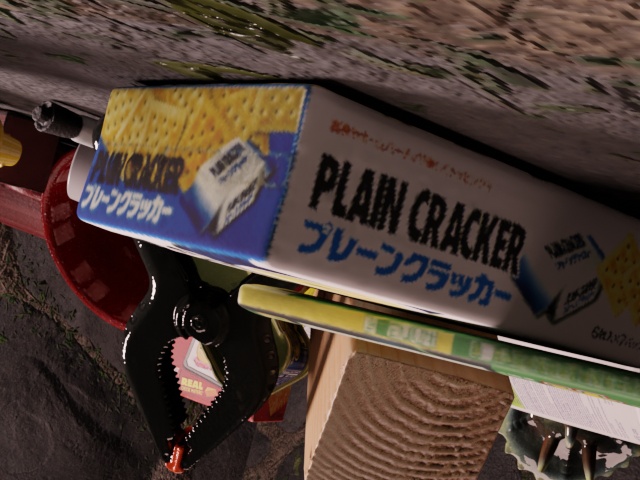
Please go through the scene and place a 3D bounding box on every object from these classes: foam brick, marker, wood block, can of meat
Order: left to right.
[{"bbox_3d":[-0.242,-0.069,0.796,0.078,0.051,0.052,13,177,38],"label":"foam brick"},{"bbox_3d":[-0.128,-0.062,0.664,0.020,0.020,0.120,13,177,40],"label":"marker"},{"bbox_3d":[-0.051,0.049,0.692,0.057,0.102,0.084,-28,170,3],"label":"can of meat"},{"bbox_3d":[0.045,0.062,0.646,0.090,0.091,0.206,16,-156,-6],"label":"wood block"}]

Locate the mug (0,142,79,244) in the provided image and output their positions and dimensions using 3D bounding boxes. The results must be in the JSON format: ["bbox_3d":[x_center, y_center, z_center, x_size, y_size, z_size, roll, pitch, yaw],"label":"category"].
[{"bbox_3d":[-0.224,-0.040,0.888,0.081,0.093,0.117,20,-176,7],"label":"mug"}]

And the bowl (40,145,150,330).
[{"bbox_3d":[-0.135,-0.008,0.818,0.162,0.162,0.055,14,-148,25],"label":"bowl"}]

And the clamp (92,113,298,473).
[{"bbox_3d":[-0.073,0.034,0.615,0.164,0.210,0.036,22,-160,6],"label":"clamp"}]
